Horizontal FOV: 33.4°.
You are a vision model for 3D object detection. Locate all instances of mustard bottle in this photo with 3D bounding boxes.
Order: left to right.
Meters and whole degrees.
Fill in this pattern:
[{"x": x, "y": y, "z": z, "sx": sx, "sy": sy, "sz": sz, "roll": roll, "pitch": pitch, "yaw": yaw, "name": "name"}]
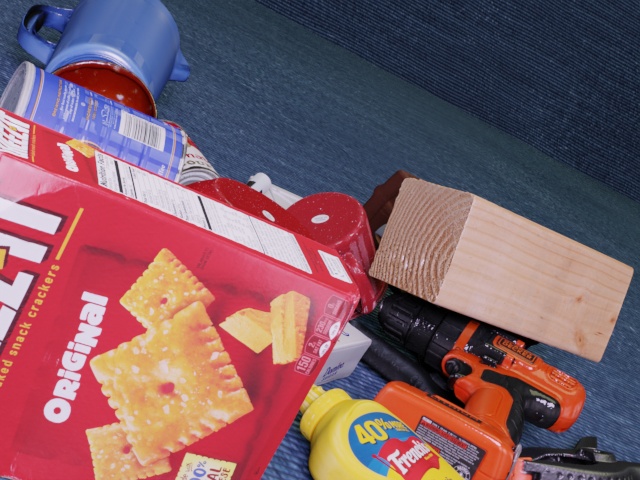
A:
[{"x": 0.049, "y": 0.157, "z": 0.686, "sx": 0.096, "sy": 0.058, "sz": 0.192, "roll": 1, "pitch": 32, "yaw": -50, "name": "mustard bottle"}]

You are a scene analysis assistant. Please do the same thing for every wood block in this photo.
[{"x": 0.156, "y": 0.026, "z": 0.899, "sx": 0.205, "sy": 0.090, "sz": 0.091, "roll": 20, "pitch": 1, "yaw": -35, "name": "wood block"}]

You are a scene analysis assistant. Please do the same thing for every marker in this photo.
[{"x": -0.086, "y": -0.025, "z": 0.976, "sx": 0.020, "sy": 0.020, "sz": 0.121, "roll": 34, "pitch": 48, "yaw": 13, "name": "marker"}]

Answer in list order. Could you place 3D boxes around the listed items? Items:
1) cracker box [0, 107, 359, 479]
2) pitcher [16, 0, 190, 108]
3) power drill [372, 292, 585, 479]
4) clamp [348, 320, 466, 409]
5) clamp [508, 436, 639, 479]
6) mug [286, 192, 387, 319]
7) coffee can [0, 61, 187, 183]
[{"x": -0.110, "y": 0.048, "z": 0.550, "sx": 0.213, "sy": 0.164, "sz": 0.072, "roll": 23, "pitch": 15, "yaw": -23, "name": "cracker box"}, {"x": -0.233, "y": -0.186, "z": 1.128, "sx": 0.243, "sy": 0.149, "sz": 0.145, "roll": -97, "pitch": 167, "yaw": -67, "name": "pitcher"}, {"x": 0.102, "y": 0.111, "z": 0.816, "sx": 0.184, "sy": 0.057, "sz": 0.187, "roll": 27, "pitch": 25, "yaw": 16, "name": "power drill"}, {"x": 0.102, "y": 0.128, "z": 0.908, "sx": 0.120, "sy": 0.039, "sz": 0.172, "roll": 4, "pitch": 33, "yaw": -47, "name": "clamp"}, {"x": 0.234, "y": 0.191, "z": 0.870, "sx": 0.165, "sy": 0.036, "sz": 0.209, "roll": 7, "pitch": -1, "yaw": 45, "name": "clamp"}, {"x": 0.012, "y": 0.018, "z": 0.929, "sx": 0.117, "sy": 0.093, "sz": 0.081, "roll": 51, "pitch": -17, "yaw": 48, "name": "mug"}, {"x": -0.195, "y": -0.071, "z": 0.874, "sx": 0.140, "sy": 0.103, "sz": 0.103, "roll": 22, "pitch": 18, "yaw": -26, "name": "coffee can"}]
